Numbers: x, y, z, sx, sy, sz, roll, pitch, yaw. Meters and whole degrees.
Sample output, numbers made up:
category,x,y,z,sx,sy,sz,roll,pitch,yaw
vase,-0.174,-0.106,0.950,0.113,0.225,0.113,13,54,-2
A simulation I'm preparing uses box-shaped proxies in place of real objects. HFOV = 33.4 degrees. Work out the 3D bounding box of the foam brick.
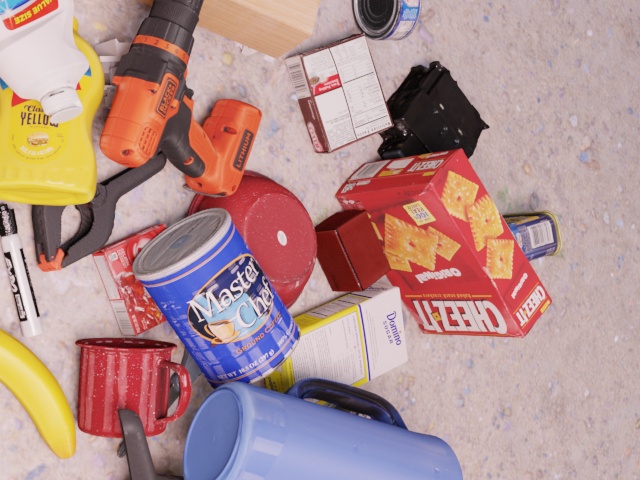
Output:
category,x,y,z,sx,sy,sz,roll,pitch,yaw
foam brick,0.031,0.012,1.173,0.051,0.053,0.078,-36,110,-34

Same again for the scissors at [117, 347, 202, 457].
category,x,y,z,sx,sy,sz,roll,pitch,yaw
scissors,-0.140,0.118,1.054,0.201,0.016,0.096,-34,106,-35

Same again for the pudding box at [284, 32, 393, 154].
category,x,y,z,sx,sy,sz,roll,pitch,yaw
pudding box,0.022,-0.162,1.178,0.089,0.039,0.113,-24,104,-27

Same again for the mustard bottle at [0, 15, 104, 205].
category,x,y,z,sx,sy,sz,roll,pitch,yaw
mustard bottle,-0.242,-0.129,0.947,0.096,0.058,0.191,2,72,-4

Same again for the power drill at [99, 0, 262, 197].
category,x,y,z,sx,sy,sz,roll,pitch,yaw
power drill,-0.123,-0.133,1.004,0.187,0.057,0.184,39,69,-60

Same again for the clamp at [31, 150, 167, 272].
category,x,y,z,sx,sy,sz,roll,pitch,yaw
clamp,-0.223,-0.054,0.986,0.120,0.039,0.171,41,57,-22

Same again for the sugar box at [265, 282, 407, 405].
category,x,y,z,sx,sy,sz,roll,pitch,yaw
sugar box,0.017,0.116,1.154,0.175,0.048,0.093,-21,110,-41

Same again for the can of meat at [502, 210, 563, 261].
category,x,y,z,sx,sy,sz,roll,pitch,yaw
can of meat,0.228,0.001,1.299,0.083,0.102,0.057,-15,96,-36

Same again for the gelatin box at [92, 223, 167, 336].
category,x,y,z,sx,sy,sz,roll,pitch,yaw
gelatin box,-0.169,0.037,1.026,0.073,0.030,0.089,-27,105,-38

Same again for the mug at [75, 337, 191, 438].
category,x,y,z,sx,sy,sz,roll,pitch,yaw
mug,-0.169,0.135,0.972,0.093,0.117,0.081,4,90,-66

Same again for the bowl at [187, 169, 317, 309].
category,x,y,z,sx,sy,sz,roll,pitch,yaw
bowl,-0.057,0.001,1.092,0.161,0.055,0.162,9,75,-39

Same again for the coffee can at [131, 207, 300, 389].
category,x,y,z,sx,sy,sz,roll,pitch,yaw
coffee can,-0.096,0.055,1.000,0.102,0.103,0.140,-45,116,-31

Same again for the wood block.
category,x,y,z,sx,sy,sz,roll,pitch,yaw
wood block,-0.106,-0.264,1.032,0.205,0.090,0.091,19,75,-23

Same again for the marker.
category,x,y,z,sx,sy,sz,roll,pitch,yaw
marker,-0.270,0.027,0.954,0.020,0.020,0.121,-17,97,-38

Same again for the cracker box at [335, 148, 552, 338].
category,x,y,z,sx,sy,sz,roll,pitch,yaw
cracker box,0.133,0.009,1.183,0.072,0.164,0.213,-45,114,-29

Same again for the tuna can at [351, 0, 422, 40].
category,x,y,z,sx,sy,sz,roll,pitch,yaw
tuna can,0.074,-0.269,1.204,0.033,0.086,0.086,-9,93,-37

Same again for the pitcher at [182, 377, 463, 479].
category,x,y,z,sx,sy,sz,roll,pitch,yaw
pitcher,0.000,0.204,0.977,0.242,0.149,0.145,25,87,-30

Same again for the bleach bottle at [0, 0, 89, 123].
category,x,y,z,sx,sy,sz,roll,pitch,yaw
bleach bottle,-0.253,-0.220,0.907,0.102,0.068,0.251,-19,82,-29

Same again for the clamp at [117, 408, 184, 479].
category,x,y,z,sx,sy,sz,roll,pitch,yaw
clamp,-0.164,0.232,0.971,0.209,0.165,0.036,31,24,-39

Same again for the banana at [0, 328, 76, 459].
category,x,y,z,sx,sy,sz,roll,pitch,yaw
banana,-0.280,0.118,0.933,0.197,0.037,0.069,39,82,-28
